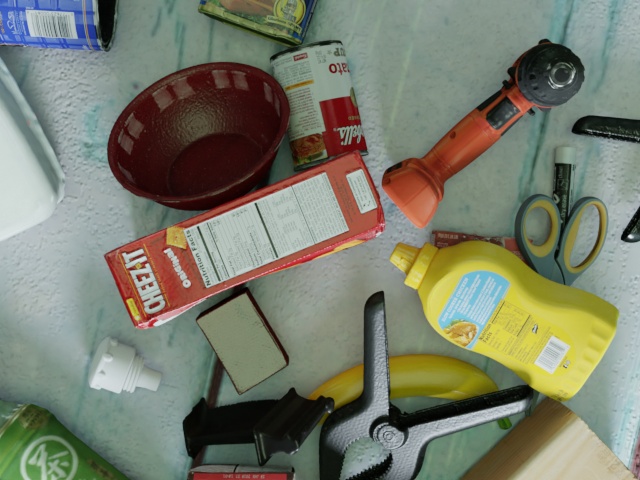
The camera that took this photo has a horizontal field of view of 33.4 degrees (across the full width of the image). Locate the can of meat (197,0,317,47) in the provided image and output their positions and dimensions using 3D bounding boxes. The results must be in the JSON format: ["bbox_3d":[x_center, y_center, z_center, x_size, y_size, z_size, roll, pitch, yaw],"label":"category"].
[{"bbox_3d":[-0.049,-0.224,0.937,0.102,0.057,0.084,20,94,0],"label":"can of meat"}]

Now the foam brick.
[{"bbox_3d":[-0.068,0.088,0.947,0.053,0.051,0.078,-30,92,-1],"label":"foam brick"}]

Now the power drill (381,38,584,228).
[{"bbox_3d":[0.137,-0.091,0.889,0.188,0.184,0.057,-40,91,10],"label":"power drill"}]

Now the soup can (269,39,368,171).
[{"bbox_3d":[-0.002,-0.117,0.934,0.068,0.068,0.102,-13,91,0],"label":"soup can"}]

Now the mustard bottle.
[{"bbox_3d":[0.146,0.054,0.904,0.191,0.058,0.096,28,126,6],"label":"mustard bottle"}]

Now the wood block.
[{"bbox_3d":[0.166,0.244,0.932,0.206,0.091,0.090,-44,95,1],"label":"wood block"}]

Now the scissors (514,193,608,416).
[{"bbox_3d":[0.189,0.047,0.939,0.096,0.016,0.202,26,88,-17],"label":"scissors"}]

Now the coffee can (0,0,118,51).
[{"bbox_3d":[-0.251,-0.216,0.911,0.140,0.103,0.103,3,91,-1],"label":"coffee can"}]

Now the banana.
[{"bbox_3d":[0.076,0.136,0.956,0.198,0.037,0.069,2,91,-1],"label":"banana"}]

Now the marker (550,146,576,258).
[{"bbox_3d":[0.217,-0.024,0.963,0.020,0.020,0.121,4,92,-1],"label":"marker"}]

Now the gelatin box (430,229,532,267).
[{"bbox_3d":[0.142,0.031,0.958,0.089,0.030,0.073,5,92,0],"label":"gelatin box"}]

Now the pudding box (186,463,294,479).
[{"bbox_3d":[-0.066,0.214,0.918,0.090,0.113,0.039,2,82,0],"label":"pudding box"}]

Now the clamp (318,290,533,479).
[{"bbox_3d":[0.055,0.151,0.923,0.164,0.036,0.210,40,111,-8],"label":"clamp"}]

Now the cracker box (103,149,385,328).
[{"bbox_3d":[-0.056,0.001,0.889,0.213,0.164,0.072,-23,90,0],"label":"cracker box"}]

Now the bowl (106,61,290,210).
[{"bbox_3d":[-0.098,-0.079,0.917,0.162,0.055,0.162,-8,50,10],"label":"bowl"}]
